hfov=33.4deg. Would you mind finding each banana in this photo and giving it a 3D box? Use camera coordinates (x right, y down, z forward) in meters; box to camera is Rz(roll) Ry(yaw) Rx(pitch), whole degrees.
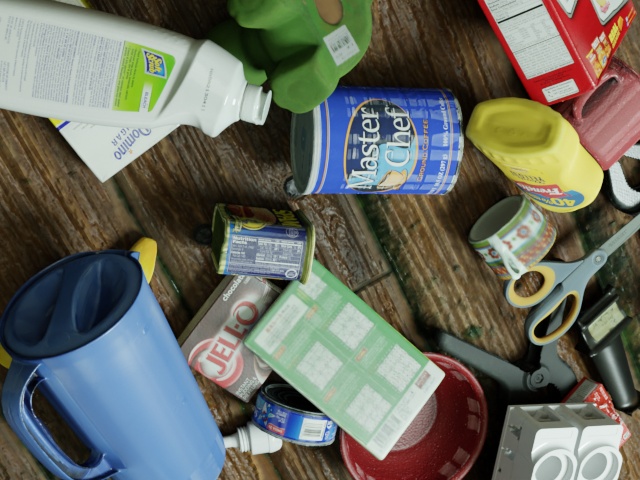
[{"bbox_3d":[-0.230,0.072,1.012,0.197,0.037,0.069,-30,111,-4],"label":"banana"}]

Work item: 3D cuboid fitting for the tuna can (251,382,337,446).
[{"bbox_3d":[-0.023,0.171,1.059,0.086,0.086,0.034,12,99,-16],"label":"tuna can"}]

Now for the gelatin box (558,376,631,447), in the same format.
[{"bbox_3d":[0.285,0.202,1.140,0.073,0.030,0.089,-43,119,-15],"label":"gelatin box"}]

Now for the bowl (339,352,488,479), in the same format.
[{"bbox_3d":[0.089,0.185,1.101,0.162,0.055,0.162,-3,103,-16],"label":"bowl"}]

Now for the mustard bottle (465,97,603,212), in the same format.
[{"bbox_3d":[0.215,-0.071,1.014,0.191,0.096,0.058,32,76,-55],"label":"mustard bottle"}]

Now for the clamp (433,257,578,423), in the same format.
[{"bbox_3d":[0.228,0.131,1.132,0.164,0.036,0.210,-35,112,-9],"label":"clamp"}]

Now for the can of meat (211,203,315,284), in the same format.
[{"bbox_3d":[-0.057,0.001,1.001,0.084,0.102,0.057,6,103,-12],"label":"can of meat"}]

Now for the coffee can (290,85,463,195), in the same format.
[{"bbox_3d":[0.050,-0.094,0.999,0.140,0.103,0.103,0,104,-13],"label":"coffee can"}]

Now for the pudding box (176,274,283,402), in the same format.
[{"bbox_3d":[-0.077,0.089,1.050,0.090,0.039,0.113,35,93,-17],"label":"pudding box"}]

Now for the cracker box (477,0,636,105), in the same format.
[{"bbox_3d":[0.196,-0.252,0.966,0.213,0.072,0.164,57,42,-18],"label":"cracker box"}]

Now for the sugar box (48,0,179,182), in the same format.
[{"bbox_3d":[-0.215,-0.149,0.955,0.093,0.048,0.176,-36,111,2],"label":"sugar box"}]

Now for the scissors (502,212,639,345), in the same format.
[{"bbox_3d":[0.262,0.013,1.084,0.096,0.016,0.202,34,93,-17],"label":"scissors"}]

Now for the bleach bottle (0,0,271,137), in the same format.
[{"bbox_3d":[-0.166,-0.132,0.877,0.251,0.068,0.103,15,109,2],"label":"bleach bottle"}]

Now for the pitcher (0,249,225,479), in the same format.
[{"bbox_3d":[-0.182,0.142,0.962,0.149,0.145,0.243,-25,127,-3],"label":"pitcher"}]
